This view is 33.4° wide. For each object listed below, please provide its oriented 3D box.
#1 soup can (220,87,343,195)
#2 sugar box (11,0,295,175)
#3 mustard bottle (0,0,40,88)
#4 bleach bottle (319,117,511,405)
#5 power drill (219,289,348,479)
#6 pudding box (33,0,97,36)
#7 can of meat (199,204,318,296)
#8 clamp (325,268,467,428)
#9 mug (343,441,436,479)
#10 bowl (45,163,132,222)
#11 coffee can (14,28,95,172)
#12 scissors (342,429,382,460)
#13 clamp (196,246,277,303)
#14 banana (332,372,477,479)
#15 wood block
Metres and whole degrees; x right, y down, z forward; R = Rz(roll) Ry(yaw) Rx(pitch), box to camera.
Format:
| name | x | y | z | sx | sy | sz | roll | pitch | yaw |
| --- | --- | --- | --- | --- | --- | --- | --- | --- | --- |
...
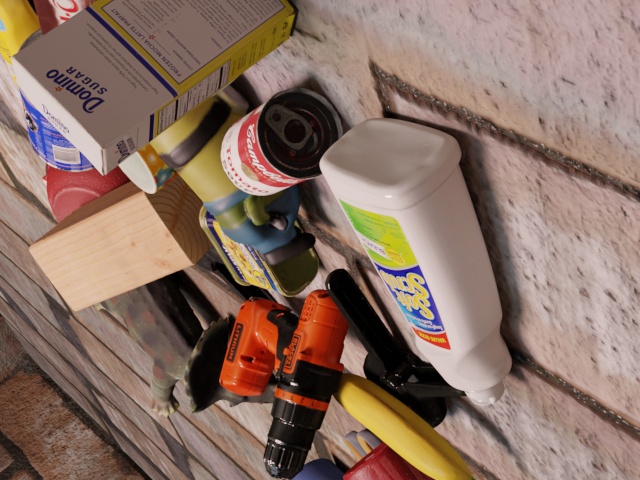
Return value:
| name | x | y | z | sx | sy | sz | roll | pitch | yaw |
| --- | --- | --- | --- | --- | --- | --- | --- | --- | --- |
| soup can | -0.032 | -0.074 | 0.825 | 0.068 | 0.068 | 0.102 | 53 | 160 | -9 |
| sugar box | -0.111 | -0.132 | 0.730 | 0.093 | 0.176 | 0.048 | 45 | 159 | 12 |
| mustard bottle | -0.344 | -0.249 | 1.168 | 0.096 | 0.058 | 0.191 | 35 | 155 | 46 |
| bleach bottle | 0.089 | 0.032 | 0.770 | 0.103 | 0.068 | 0.250 | 25 | 150 | 49 |
| power drill | -0.040 | 0.134 | 1.069 | 0.057 | 0.184 | 0.188 | 21 | 174 | -25 |
| pudding box | -0.202 | -0.205 | 0.934 | 0.090 | 0.039 | 0.113 | 15 | 152 | 3 |
| can of meat | -0.057 | 0.001 | 1.017 | 0.084 | 0.057 | 0.102 | 14 | 140 | 54 |
| clamp | 0.069 | 0.115 | 0.982 | 0.165 | 0.036 | 0.210 | 41 | 160 | 20 |
| mug | 0.082 | 0.261 | 1.155 | 0.081 | 0.093 | 0.117 | 52 | -164 | 7 |
| bowl | -0.258 | -0.043 | 1.245 | 0.162 | 0.055 | 0.162 | 12 | 136 | 12 |
| coffee can | -0.258 | -0.146 | 1.109 | 0.103 | 0.102 | 0.140 | 46 | 159 | 9 |
| scissors | 0.101 | 0.291 | 1.246 | 0.202 | 0.016 | 0.096 | 41 | 158 | 22 |
| clamp | -0.110 | 0.023 | 1.189 | 0.172 | 0.039 | 0.120 | 31 | 148 | 34 |
| banana | 0.065 | 0.170 | 0.979 | 0.198 | 0.037 | 0.069 | 36 | 159 | 38 |
| wood block | -0.201 | -0.007 | 1.130 | 0.207 | 0.090 | 0.090 | -21 | 109 | 40 |
